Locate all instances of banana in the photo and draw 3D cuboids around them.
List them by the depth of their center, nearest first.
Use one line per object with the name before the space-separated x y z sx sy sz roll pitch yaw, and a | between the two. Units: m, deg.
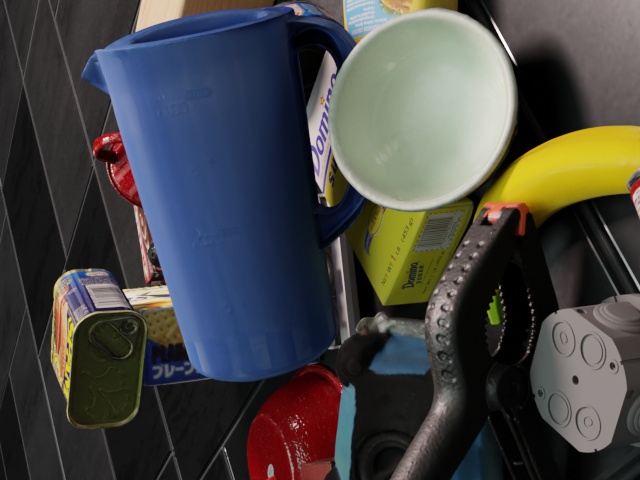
banana | 0.133 -0.020 0.599 0.069 0.037 0.198 50 147 8

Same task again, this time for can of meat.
can of meat | -0.177 0.082 0.839 0.084 0.057 0.102 -134 48 -55

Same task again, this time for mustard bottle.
mustard bottle | 0.051 -0.170 0.703 0.096 0.058 0.191 5 98 57

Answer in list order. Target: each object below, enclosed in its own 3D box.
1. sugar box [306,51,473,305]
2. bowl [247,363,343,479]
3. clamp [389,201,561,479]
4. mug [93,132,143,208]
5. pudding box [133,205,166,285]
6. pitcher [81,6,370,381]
sugar box | 0.039 -0.049 0.759 0.176 0.048 0.093 60 143 38
bowl | -0.019 0.188 0.898 0.162 0.055 0.162 18 111 61
clamp | 0.085 0.084 0.579 0.036 0.164 0.210 3 93 51
mug | -0.173 -0.090 1.092 0.082 0.117 0.093 -35 51 54
pudding box | -0.182 -0.012 1.182 0.090 0.039 0.113 142 122 -71
pitcher | -0.051 -0.033 0.725 0.149 0.144 0.243 14 120 54
